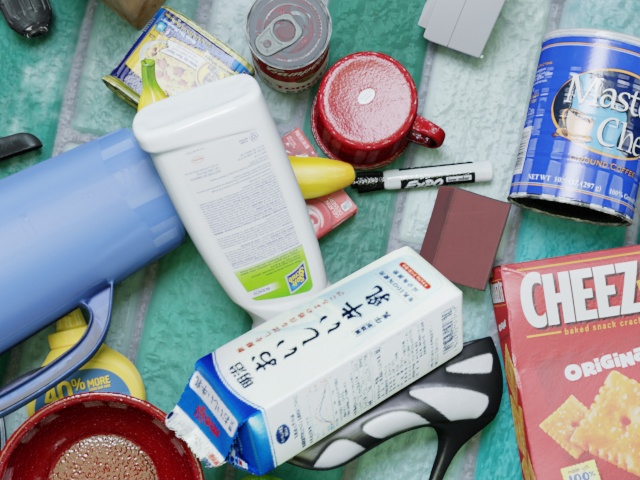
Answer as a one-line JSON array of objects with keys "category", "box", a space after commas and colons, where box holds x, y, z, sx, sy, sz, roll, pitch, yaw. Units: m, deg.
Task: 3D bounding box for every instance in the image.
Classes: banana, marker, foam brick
[{"category": "banana", "box": [-0.069, -0.070, 0.856, 0.197, 0.037, 0.070, 26, 123, -20]}, {"category": "marker", "box": [0.086, -0.055, 0.914, 0.121, 0.020, 0.020, -5, 87, 0]}, {"category": "foam brick", "box": [0.118, -0.002, 0.889, 0.051, 0.053, 0.078, 17, 92, -9]}]

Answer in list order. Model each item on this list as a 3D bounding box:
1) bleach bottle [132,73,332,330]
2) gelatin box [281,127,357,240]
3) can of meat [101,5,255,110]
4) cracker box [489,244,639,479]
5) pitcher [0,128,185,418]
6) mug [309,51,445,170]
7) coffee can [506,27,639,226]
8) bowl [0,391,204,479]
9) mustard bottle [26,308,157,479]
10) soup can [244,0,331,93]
[{"category": "bleach bottle", "box": [-0.056, 0.001, 0.840, 0.102, 0.068, 0.251, -20, 120, -2]}, {"category": "gelatin box", "box": [-0.023, -0.039, 0.908, 0.073, 0.030, 0.089, -35, 87, -2]}, {"category": "can of meat", "box": [-0.118, -0.137, 0.901, 0.102, 0.057, 0.084, 36, 85, 2]}, {"category": "cracker box", "box": [0.239, 0.114, 0.878, 0.164, 0.072, 0.214, -9, 86, -1]}, {"category": "pitcher", "box": [-0.227, 0.019, 0.840, 0.242, 0.145, 0.149, -29, 124, -16]}, {"category": "mug", "box": [0.048, -0.104, 0.886, 0.117, 0.081, 0.093, 25, 87, 1]}, {"category": "coffee can", "box": [0.218, -0.091, 0.875, 0.103, 0.103, 0.140, 13, 87, 1]}, {"category": "bowl", "box": [-0.169, 0.196, 0.822, 0.162, 0.055, 0.162, 1, 85, -7]}, {"category": "mustard bottle", "box": [-0.190, 0.147, 0.883, 0.096, 0.058, 0.191, -12, 86, -2]}, {"category": "soup can", "box": [-0.026, -0.163, 0.879, 0.068, 0.102, 0.068, 0, 86, 0]}]
